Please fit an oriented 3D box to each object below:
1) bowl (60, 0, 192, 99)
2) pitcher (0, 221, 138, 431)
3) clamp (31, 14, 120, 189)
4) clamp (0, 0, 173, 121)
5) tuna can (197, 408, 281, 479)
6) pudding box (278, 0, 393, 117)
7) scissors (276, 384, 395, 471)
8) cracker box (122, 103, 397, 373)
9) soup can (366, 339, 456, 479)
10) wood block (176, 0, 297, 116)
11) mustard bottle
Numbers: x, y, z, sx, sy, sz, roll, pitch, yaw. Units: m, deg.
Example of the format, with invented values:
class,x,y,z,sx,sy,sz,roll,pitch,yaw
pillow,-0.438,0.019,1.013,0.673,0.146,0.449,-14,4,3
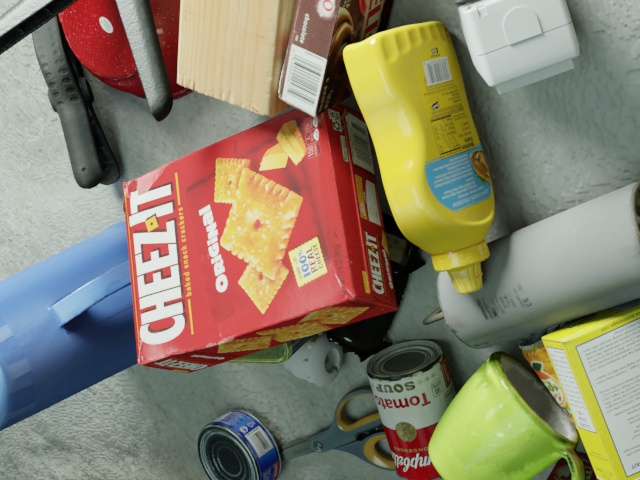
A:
class,x,y,z,sx,sy,sz,roll,pitch,yaw
bowl,-0.164,-0.186,0.892,0.162,0.055,0.162,15,121,25
pitcher,-0.226,0.072,0.946,0.145,0.242,0.149,18,116,26
clamp,-0.218,-0.120,0.934,0.039,0.120,0.171,-22,104,-6
clamp,-0.174,-0.208,0.825,0.164,0.036,0.210,12,87,6
tuna can,-0.081,0.212,1.053,0.086,0.033,0.086,19,121,34
pudding box,0.016,-0.156,0.769,0.039,0.089,0.114,29,126,19
scissors,0.019,0.200,1.003,0.096,0.016,0.202,45,132,2
cracker box,-0.056,0.001,0.847,0.214,0.072,0.164,-19,69,30
soup can,0.083,0.143,0.899,0.069,0.068,0.102,-5,110,34
wood block,-0.040,-0.208,0.779,0.091,0.090,0.206,23,125,22
mustard bottle,0.080,-0.055,0.758,0.058,0.096,0.191,-14,95,39
